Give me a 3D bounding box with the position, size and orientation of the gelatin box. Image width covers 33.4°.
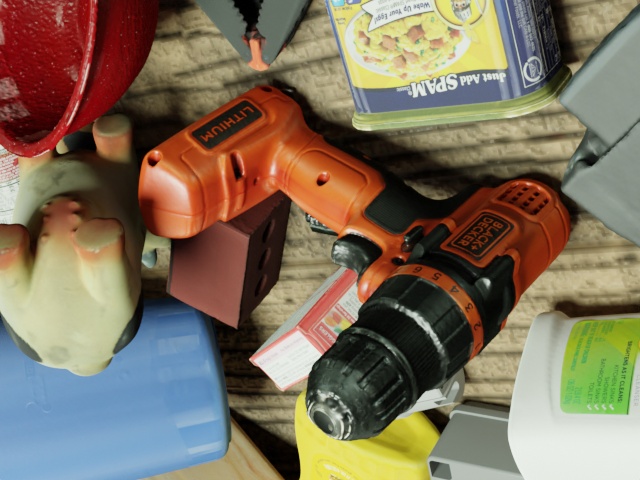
[{"bbox_3d":[0.005,0.043,0.593,0.030,0.073,0.089,45,153,-1],"label":"gelatin box"}]

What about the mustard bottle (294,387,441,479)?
[{"bbox_3d":[0.024,0.179,0.708,0.096,0.058,0.192,27,134,25],"label":"mustard bottle"}]

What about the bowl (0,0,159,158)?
[{"bbox_3d":[-0.128,-0.123,0.539,0.162,0.055,0.162,9,102,51],"label":"bowl"}]

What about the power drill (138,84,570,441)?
[{"bbox_3d":[0.003,0.001,0.516,0.188,0.184,0.057,29,134,26],"label":"power drill"}]

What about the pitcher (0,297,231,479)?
[{"bbox_3d":[-0.185,0.094,0.672,0.242,0.145,0.149,-9,119,-10],"label":"pitcher"}]

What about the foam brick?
[{"bbox_3d":[-0.054,0.001,0.632,0.051,0.052,0.078,25,134,16],"label":"foam brick"}]

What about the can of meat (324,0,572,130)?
[{"bbox_3d":[0.053,-0.101,0.482,0.102,0.057,0.084,-1,119,34],"label":"can of meat"}]
